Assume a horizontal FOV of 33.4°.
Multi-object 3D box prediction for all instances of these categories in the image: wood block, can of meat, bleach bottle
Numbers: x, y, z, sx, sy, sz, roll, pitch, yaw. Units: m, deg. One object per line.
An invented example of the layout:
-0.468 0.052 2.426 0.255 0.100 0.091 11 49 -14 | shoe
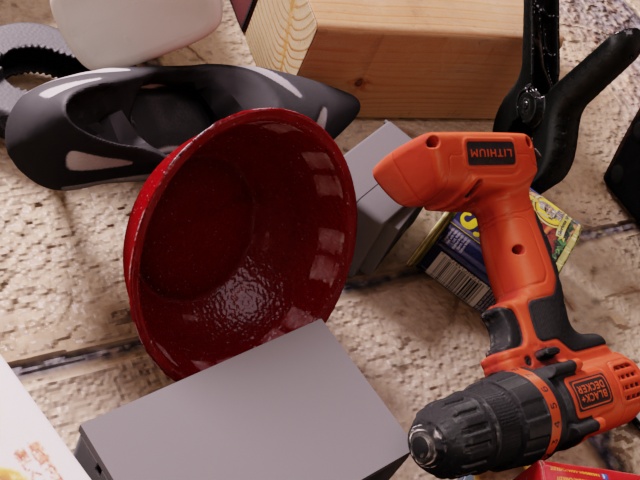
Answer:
0.063 -0.152 0.797 0.205 0.091 0.090 -3 54 -26 | wood block
0.119 0.002 0.718 0.084 0.058 0.102 37 48 4 | can of meat
-0.113 -0.197 0.730 0.102 0.068 0.251 -19 29 9 | bleach bottle

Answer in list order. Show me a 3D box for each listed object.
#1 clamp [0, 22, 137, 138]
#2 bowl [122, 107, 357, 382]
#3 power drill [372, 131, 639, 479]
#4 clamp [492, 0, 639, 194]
-0.215 -0.092 0.658 0.209 0.036 0.164 6 52 -15 | clamp
-0.054 0.001 0.600 0.161 0.162 0.055 -24 32 -37 | bowl
0.094 0.033 0.600 0.184 0.057 0.188 -5 72 -44 | power drill
0.162 -0.094 0.734 0.039 0.171 0.120 -2 28 -18 | clamp
